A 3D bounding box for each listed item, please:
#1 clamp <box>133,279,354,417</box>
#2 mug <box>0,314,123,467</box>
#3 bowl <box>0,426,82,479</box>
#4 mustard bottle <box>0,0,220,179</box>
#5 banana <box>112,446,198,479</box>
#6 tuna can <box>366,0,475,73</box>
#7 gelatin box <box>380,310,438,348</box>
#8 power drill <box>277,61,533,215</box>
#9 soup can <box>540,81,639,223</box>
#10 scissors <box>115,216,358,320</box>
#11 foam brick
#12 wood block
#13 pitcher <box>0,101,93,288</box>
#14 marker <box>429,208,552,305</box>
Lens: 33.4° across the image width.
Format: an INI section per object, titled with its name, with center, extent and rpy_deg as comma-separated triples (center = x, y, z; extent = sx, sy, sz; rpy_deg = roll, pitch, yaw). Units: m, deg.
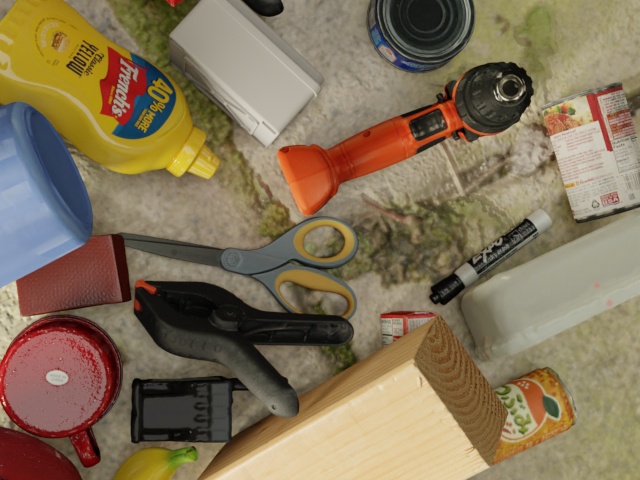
[clamp]
center = -0.068, 0.075, 0.799
extent = 0.171, 0.120, 0.039
rpy_deg = 13, 115, 9
[mug]
center = -0.190, 0.113, 0.791
extent = 0.093, 0.081, 0.117
rpy_deg = -18, 90, -10
[bowl]
center = -0.226, 0.180, 0.765
extent = 0.162, 0.162, 0.055
rpy_deg = 25, 52, -7
[mustard bottle]
center = -0.160, -0.105, 0.809
extent = 0.191, 0.058, 0.096
rpy_deg = 34, 48, -15
[banana]
center = -0.145, 0.235, 0.802
extent = 0.037, 0.070, 0.198
rpy_deg = 10, 98, -37
[tuna can]
center = 0.083, -0.183, 0.877
extent = 0.086, 0.034, 0.086
rpy_deg = 0, 87, -9
[gelatin box]
center = 0.072, 0.100, 0.840
extent = 0.030, 0.073, 0.089
rpy_deg = -2, 87, -11
[power drill]
center = 0.062, -0.077, 0.802
extent = 0.187, 0.184, 0.057
rpy_deg = -22, 90, 0
[soup can]
center = 0.228, -0.072, 0.878
extent = 0.068, 0.068, 0.102
rpy_deg = -17, 90, -10
[scissors]
center = -0.056, 0.001, 0.853
extent = 0.201, 0.016, 0.096
rpy_deg = 26, 82, -7
[foam brick]
center = -0.186, 0.026, 0.806
extent = 0.078, 0.051, 0.053
rpy_deg = -8, 88, 0
[wood block]
center = 0.020, 0.152, 0.770
extent = 0.206, 0.090, 0.091
rpy_deg = -33, 94, 24
[pitcher]
center = -0.290, -0.009, 0.727
extent = 0.243, 0.149, 0.145
rpy_deg = -24, 71, 2
[marker]
center = 0.140, 0.015, 0.883
extent = 0.121, 0.020, 0.020
rpy_deg = -36, 93, -9
